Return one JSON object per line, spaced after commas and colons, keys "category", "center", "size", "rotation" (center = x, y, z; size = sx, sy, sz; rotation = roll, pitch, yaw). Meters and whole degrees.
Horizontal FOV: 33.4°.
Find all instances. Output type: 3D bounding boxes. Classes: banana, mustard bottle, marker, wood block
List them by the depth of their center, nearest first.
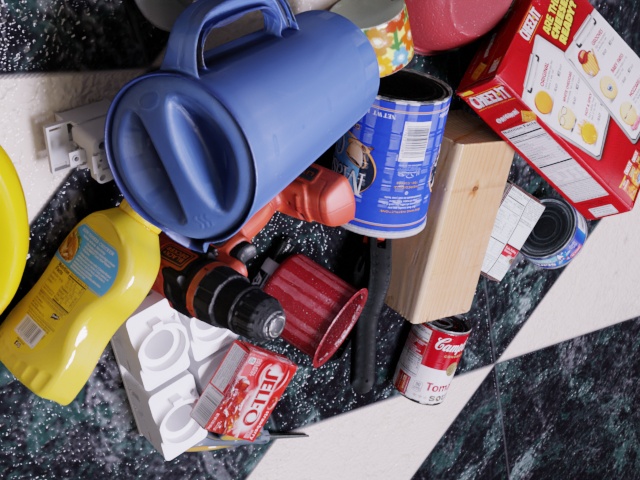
{"category": "banana", "center": [-0.262, -0.023, 0.826], "size": [0.069, 0.037, 0.198], "rotation": [-19, 128, -12]}
{"category": "mustard bottle", "center": [-0.187, 0.034, 0.884], "size": [0.191, 0.096, 0.058], "rotation": [-55, 138, -1]}
{"category": "marker", "center": [-0.063, 0.047, 1.069], "size": [0.020, 0.020, 0.121], "rotation": [28, 95, -49]}
{"category": "wood block", "center": [0.127, -0.026, 1.145], "size": [0.090, 0.090, 0.206], "rotation": [-9, 122, -39]}

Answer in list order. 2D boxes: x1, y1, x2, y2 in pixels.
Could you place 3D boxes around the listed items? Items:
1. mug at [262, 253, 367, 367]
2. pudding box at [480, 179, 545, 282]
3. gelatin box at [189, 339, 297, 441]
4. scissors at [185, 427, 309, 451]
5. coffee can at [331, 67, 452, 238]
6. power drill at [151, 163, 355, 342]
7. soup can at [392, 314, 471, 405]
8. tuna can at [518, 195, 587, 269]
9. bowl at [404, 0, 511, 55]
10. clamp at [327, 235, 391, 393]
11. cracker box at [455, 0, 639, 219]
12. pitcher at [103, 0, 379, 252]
{"category": "mug", "center": [-0.009, 0.066, 1.074], "size": [0.093, 0.081, 0.117], "rotation": [-59, 165, 7]}
{"category": "pudding box", "center": [0.208, -0.014, 1.269], "size": [0.089, 0.039, 0.113], "rotation": [25, 95, -48]}
{"category": "gelatin box", "center": [-0.072, 0.144, 1.020], "size": [0.073, 0.030, 0.089], "rotation": [27, 96, -49]}
{"category": "scissors", "center": [-0.059, 0.206, 1.144], "size": [0.201, 0.016, 0.096], "rotation": [3, 157, -43]}
{"category": "coffee can", "center": [0.064, -0.087, 1.036], "size": [0.102, 0.103, 0.140], "rotation": [-13, 124, -37]}
{"category": "power drill", "center": [-0.056, 0.001, 0.935], "size": [0.187, 0.185, 0.057], "rotation": [-39, 137, -32]}
{"category": "soup can", "center": [0.132, 0.137, 1.274], "size": [0.068, 0.069, 0.102], "rotation": [-2, 118, -42]}
{"category": "tuna can", "center": [0.278, -0.011, 1.301], "size": [0.086, 0.086, 0.033], "rotation": [-56, 137, 1]}
{"category": "bowl", "center": [0.140, -0.250, 1.037], "size": [0.161, 0.055, 0.162], "rotation": [-23, 129, -32]}
{"category": "clamp", "center": [0.040, 0.070, 1.141], "size": [0.039, 0.120, 0.171], "rotation": [13, 89, -25]}
{"category": "cracker box", "center": [0.257, -0.149, 1.102], "size": [0.213, 0.072, 0.164], "rotation": [40, 61, -21]}
{"category": "pitcher", "center": [-0.048, -0.113, 0.848], "size": [0.149, 0.145, 0.242], "rotation": [-37, -177, 39]}
